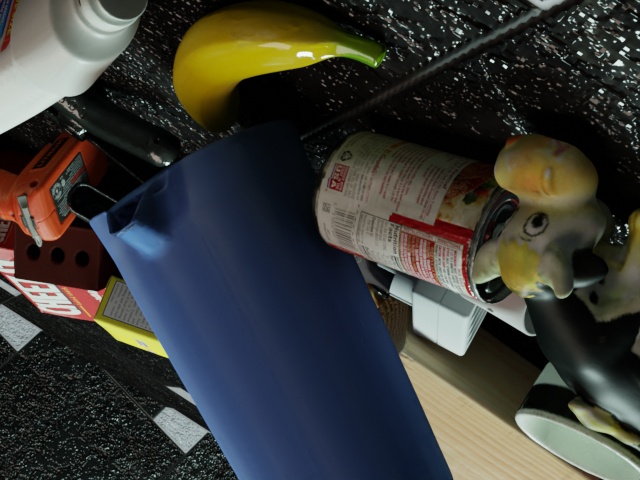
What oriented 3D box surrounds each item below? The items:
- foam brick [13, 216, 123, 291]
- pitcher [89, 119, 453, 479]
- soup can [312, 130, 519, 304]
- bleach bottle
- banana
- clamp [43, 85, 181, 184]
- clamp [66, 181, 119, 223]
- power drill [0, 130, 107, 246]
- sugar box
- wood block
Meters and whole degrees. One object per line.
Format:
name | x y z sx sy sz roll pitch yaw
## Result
foam brick | -0.205 0.007 0.878 0.078 0.053 0.051 7 -168 14
pitcher | -0.017 0.059 0.629 0.243 0.149 0.145 63 163 2
soup can | 0.055 -0.014 0.555 0.102 0.068 0.068 20 160 35
bleach bottle | -0.165 -0.120 0.618 0.068 0.102 0.251 31 159 -30
banana | -0.043 -0.090 0.563 0.069 0.037 0.198 38 162 -20
clamp | -0.165 -0.091 0.768 0.171 0.039 0.120 34 162 -8
clamp | -0.076 0.026 0.810 0.165 0.036 0.209 17 164 33
power drill | -0.274 -0.066 0.876 0.188 0.184 0.057 5 134 19
sugar box | -0.090 0.085 0.882 0.176 0.048 0.093 20 167 9
wood block | 0.115 0.133 0.780 0.206 0.090 0.091 36 120 -14
